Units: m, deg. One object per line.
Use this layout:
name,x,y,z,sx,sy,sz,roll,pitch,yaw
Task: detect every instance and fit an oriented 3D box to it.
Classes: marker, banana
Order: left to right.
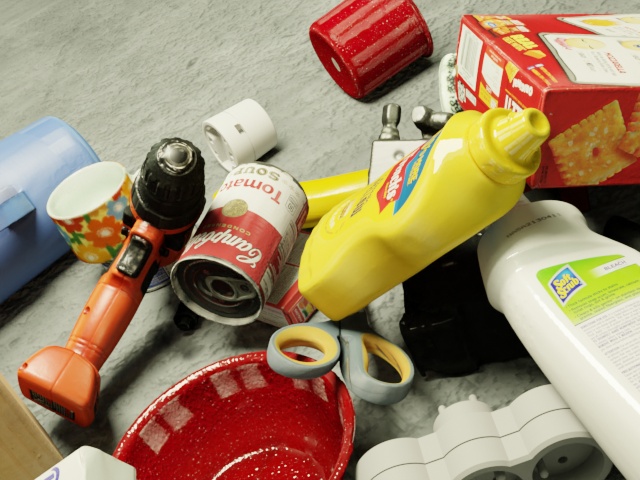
marker,-0.095,0.026,0.847,0.020,0.020,0.121,-12,37,18
banana,-0.017,-0.037,0.865,0.198,0.037,0.069,-1,42,31

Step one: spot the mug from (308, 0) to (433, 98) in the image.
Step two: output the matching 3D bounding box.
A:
mug,0.041,-0.184,0.987,0.081,0.093,0.117,-36,5,-8

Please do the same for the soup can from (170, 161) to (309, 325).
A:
soup can,-0.055,0.001,0.761,0.069,0.068,0.102,-2,43,29

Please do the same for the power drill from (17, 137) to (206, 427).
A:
power drill,-0.138,0.030,0.741,0.057,0.185,0.187,29,68,-1

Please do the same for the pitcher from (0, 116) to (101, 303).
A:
pitcher,-0.296,-0.003,0.913,0.242,0.145,0.149,-38,54,-23

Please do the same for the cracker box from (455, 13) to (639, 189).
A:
cracker box,0.212,-0.095,0.696,0.213,0.072,0.164,-2,27,-10

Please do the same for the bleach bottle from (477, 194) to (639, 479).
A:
bleach bottle,0.166,0.052,0.560,0.102,0.068,0.251,-18,45,-16

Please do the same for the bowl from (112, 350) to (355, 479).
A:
bowl,-0.047,0.142,0.637,0.162,0.055,0.162,-17,36,12

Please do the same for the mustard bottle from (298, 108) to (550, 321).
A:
mustard bottle,0.063,-0.023,0.618,0.192,0.058,0.096,-37,14,51

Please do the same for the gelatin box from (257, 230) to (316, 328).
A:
gelatin box,-0.032,0.026,0.801,0.089,0.030,0.073,14,52,41

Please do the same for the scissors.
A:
scissors,0.003,0.051,0.689,0.096,0.016,0.202,7,18,-15
